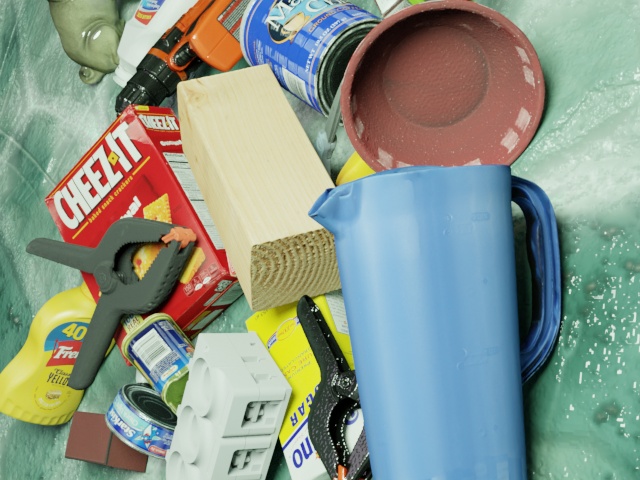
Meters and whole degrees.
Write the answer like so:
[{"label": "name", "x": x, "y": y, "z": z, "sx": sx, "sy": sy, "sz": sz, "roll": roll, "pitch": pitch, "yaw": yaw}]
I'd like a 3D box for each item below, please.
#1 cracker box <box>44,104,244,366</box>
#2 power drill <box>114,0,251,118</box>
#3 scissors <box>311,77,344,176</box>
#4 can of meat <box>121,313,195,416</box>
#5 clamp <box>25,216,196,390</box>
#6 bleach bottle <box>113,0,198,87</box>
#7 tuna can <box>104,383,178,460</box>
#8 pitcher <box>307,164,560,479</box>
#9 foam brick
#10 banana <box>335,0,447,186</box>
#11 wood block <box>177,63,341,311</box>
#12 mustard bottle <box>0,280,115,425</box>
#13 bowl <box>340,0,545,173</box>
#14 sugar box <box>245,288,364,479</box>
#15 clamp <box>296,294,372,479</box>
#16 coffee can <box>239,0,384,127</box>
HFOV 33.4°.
[{"label": "cracker box", "x": -0.175, "y": -0.005, "z": 1.088, "sx": 0.164, "sy": 0.072, "sz": 0.214, "roll": -41, "pitch": 69, "yaw": 27}, {"label": "power drill", "x": -0.131, "y": -0.202, "z": 1.113, "sx": 0.184, "sy": 0.057, "sz": 0.188, "roll": -55, "pitch": 23, "yaw": -17}, {"label": "scissors", "x": 0.007, "y": -0.066, "z": 0.940, "sx": 0.202, "sy": 0.016, "sz": 0.096, "roll": 136, "pitch": 125, "yaw": -71}, {"label": "can of meat", "x": -0.131, "y": 0.130, "z": 1.011, "sx": 0.057, "sy": 0.102, "sz": 0.084, "roll": -39, "pitch": 45, "yaw": -10}, {"label": "clamp", "x": -0.200, "y": 0.047, "z": 1.039, "sx": 0.210, "sy": 0.036, "sz": 0.164, "roll": -22, "pitch": 79, "yaw": 33}, {"label": "bleach bottle", "x": -0.165, "y": -0.280, "z": 1.243, "sx": 0.251, "sy": 0.068, "sz": 0.103, "roll": -54, "pitch": 41, "yaw": 19}, {"label": "tuna can", "x": -0.164, "y": 0.175, "z": 1.037, "sx": 0.086, "sy": 0.086, "sz": 0.034, "roll": 39, "pitch": 101, "yaw": 47}, {"label": "pitcher", "x": 0.091, "y": 0.067, "z": 0.762, "sx": 0.149, "sy": 0.144, "sz": 0.243, "roll": -7, "pitch": 90, "yaw": 23}, {"label": "foam brick", "x": -0.219, "y": 0.208, "z": 1.106, "sx": 0.078, "sy": 0.052, "sz": 0.051, "roll": -4, "pitch": 71, "yaw": 46}, {"label": "banana", "x": 0.071, "y": -0.125, "z": 0.925, "sx": 0.037, "sy": 0.069, "sz": 0.198, "roll": -110, "pitch": 33, "yaw": -54}, {"label": "wood block", "x": -0.053, "y": -0.050, "z": 0.940, "sx": 0.090, "sy": 0.090, "sz": 0.206, "roll": 93, "pitch": 156, "yaw": -49}, {"label": "mustard bottle", "x": -0.276, "y": 0.111, "z": 1.172, "sx": 0.192, "sy": 0.096, "sz": 0.058, "roll": -57, "pitch": 43, "yaw": 12}, {"label": "bowl", "x": 0.096, "y": -0.122, "z": 0.863, "sx": 0.162, "sy": 0.162, "sz": 0.055, "roll": -48, "pitch": 17, "yaw": 22}, {"label": "sugar box", "x": -0.002, "y": 0.121, "z": 0.922, "sx": 0.093, "sy": 0.048, "sz": 0.176, "roll": -41, "pitch": 47, "yaw": 26}, {"label": "clamp", "x": 0.020, "y": 0.112, "z": 0.850, "sx": 0.120, "sy": 0.039, "sz": 0.171, "roll": -2, "pitch": 66, "yaw": 40}, {"label": "coffee can", "x": 0.002, "y": -0.178, "z": 0.997, "sx": 0.140, "sy": 0.102, "sz": 0.103, "roll": 40, "pitch": 104, "yaw": 46}]
